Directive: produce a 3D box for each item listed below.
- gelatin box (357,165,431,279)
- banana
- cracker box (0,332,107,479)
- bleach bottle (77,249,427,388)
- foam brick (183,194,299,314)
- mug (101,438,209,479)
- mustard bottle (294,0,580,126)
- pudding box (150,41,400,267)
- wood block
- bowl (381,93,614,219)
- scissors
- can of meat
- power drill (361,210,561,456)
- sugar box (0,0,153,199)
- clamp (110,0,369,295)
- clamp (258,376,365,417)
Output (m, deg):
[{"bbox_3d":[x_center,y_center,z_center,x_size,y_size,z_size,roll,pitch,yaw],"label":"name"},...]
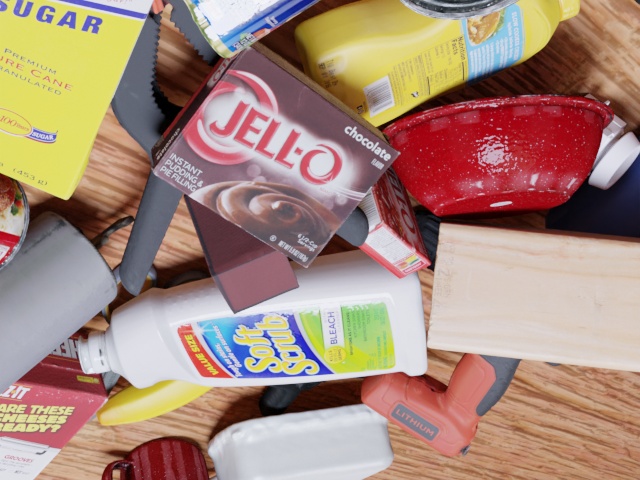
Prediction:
[{"bbox_3d":[0.040,-0.027,0.745,0.030,0.089,0.073,-28,144,19],"label":"gelatin box"},{"bbox_3d":[-0.096,0.091,0.864,0.198,0.037,0.069,-43,132,16],"label":"banana"},{"bbox_3d":[-0.289,0.142,0.809,0.163,0.072,0.214,17,128,-40],"label":"cracker box"},{"bbox_3d":[-0.051,0.070,0.794,0.250,0.068,0.102,-10,124,-2],"label":"bleach bottle"},{"bbox_3d":[-0.055,0.001,0.744,0.051,0.078,0.053,-24,144,-1],"label":"foam brick"},{"bbox_3d":[-0.149,0.233,0.974,0.117,0.081,0.093,25,117,-32],"label":"mug"},{"bbox_3d":[0.083,-0.131,0.663,0.191,0.058,0.096,-22,151,0],"label":"mustard bottle"},{"bbox_3d":[-0.026,-0.051,0.610,0.113,0.039,0.090,32,108,-25],"label":"pudding box"},{"bbox_3d":[0.183,0.039,0.757,0.206,0.090,0.090,6,-177,7],"label":"wood block"},{"bbox_3d":[0.119,-0.050,0.724,0.162,0.055,0.162,-4,170,-1],"label":"bowl"},{"bbox_3d":[-0.139,0.082,0.854,0.096,0.016,0.202,-7,141,-19],"label":"scissors"},{"bbox_3d":[-0.027,-0.147,0.555,0.084,0.102,0.057,-29,115,14],"label":"can of meat"},{"bbox_3d":[0.110,0.080,0.876,0.184,0.057,0.188,34,126,-1],"label":"power drill"},{"bbox_3d":[-0.146,-0.110,0.565,0.093,0.048,0.176,22,131,-12],"label":"sugar box"},{"bbox_3d":[-0.059,-0.063,0.643,0.164,0.036,0.210,-7,123,0],"label":"clamp"},{"bbox_3d":[-0.001,0.105,0.918,0.120,0.039,0.171,-24,159,-9],"label":"clamp"}]
